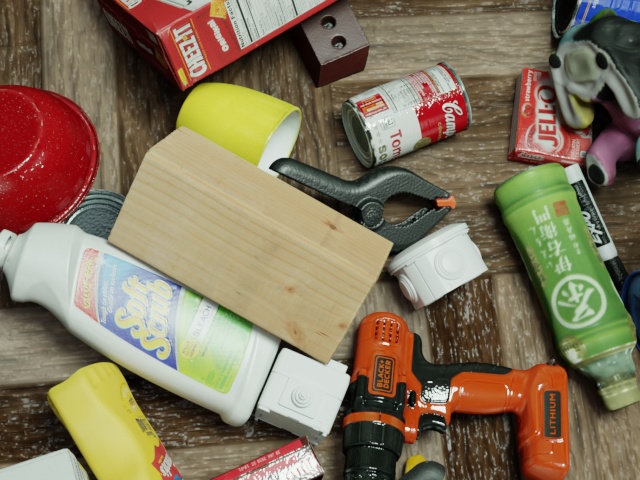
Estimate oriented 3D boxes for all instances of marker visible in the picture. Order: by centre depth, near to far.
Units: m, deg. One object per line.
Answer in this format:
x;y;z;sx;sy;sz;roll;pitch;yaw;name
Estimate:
0.254;-0.013;0.986;0.020;0.020;0.121;-23;87;-12;marker

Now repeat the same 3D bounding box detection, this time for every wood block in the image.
-0.056;0.001;0.882;0.206;0.090;0.090;29;113;2;wood block

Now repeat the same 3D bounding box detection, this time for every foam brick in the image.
0.005;-0.195;1.008;0.053;0.051;0.078;-24;78;-12;foam brick

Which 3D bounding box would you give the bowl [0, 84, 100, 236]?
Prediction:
-0.277;-0.079;0.926;0.162;0.055;0.162;-3;64;5;bowl

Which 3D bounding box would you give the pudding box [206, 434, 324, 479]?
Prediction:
-0.047;0.199;0.854;0.090;0.113;0.039;-22;74;-12;pudding box

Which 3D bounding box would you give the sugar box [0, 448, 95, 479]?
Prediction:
-0.218;0.202;0.803;0.093;0.176;0.048;-17;76;-11;sugar box

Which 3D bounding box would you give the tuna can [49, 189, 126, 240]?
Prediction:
-0.195;0.001;0.940;0.086;0.034;0.086;2;73;-5;tuna can

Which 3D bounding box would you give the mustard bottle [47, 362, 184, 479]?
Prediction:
-0.143;0.191;0.855;0.058;0.096;0.192;-34;80;-2;mustard bottle

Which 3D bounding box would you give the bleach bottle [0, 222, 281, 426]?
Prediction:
-0.161;0.060;0.884;0.250;0.068;0.102;24;77;-9;bleach bottle

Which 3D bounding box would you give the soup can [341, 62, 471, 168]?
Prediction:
0.078;-0.115;0.983;0.102;0.068;0.068;-23;77;-11;soup can

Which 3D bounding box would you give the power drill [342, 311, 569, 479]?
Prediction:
0.112;0.156;0.896;0.187;0.057;0.184;11;59;-5;power drill

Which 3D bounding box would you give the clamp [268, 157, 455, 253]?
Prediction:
0.034;-0.033;0.956;0.171;0.039;0.120;-19;109;-14;clamp

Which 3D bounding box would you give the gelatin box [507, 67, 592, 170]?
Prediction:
0.221;-0.114;1.017;0.073;0.030;0.089;10;73;-2;gelatin box

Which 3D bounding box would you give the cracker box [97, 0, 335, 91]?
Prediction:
-0.080;-0.238;0.966;0.213;0.072;0.164;-33;42;-13;cracker box
